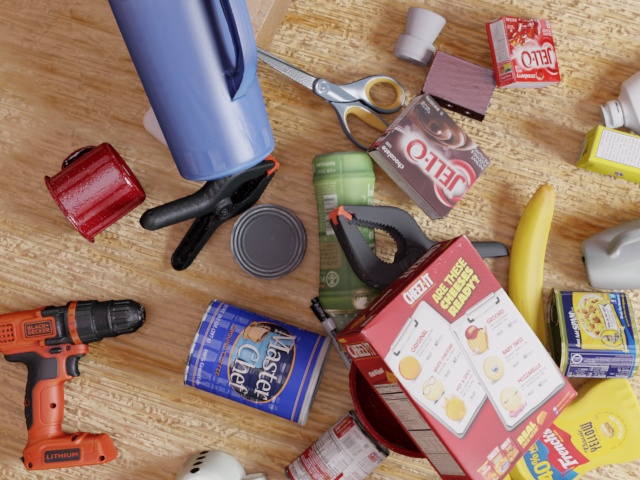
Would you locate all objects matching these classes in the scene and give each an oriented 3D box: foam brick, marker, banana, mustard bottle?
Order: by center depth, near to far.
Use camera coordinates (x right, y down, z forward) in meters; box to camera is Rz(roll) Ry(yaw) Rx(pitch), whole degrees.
[{"bbox_3d":[0.260,0.222,1.176,0.191,0.058,0.096,-23,96,5],"label":"mustard bottle"},{"bbox_3d":[0.236,0.039,1.178,0.037,0.070,0.198,4,83,-33],"label":"banana"},{"bbox_3d":[0.155,-0.172,1.191,0.078,0.053,0.051,22,91,5],"label":"foam brick"},{"bbox_3d":[0.024,0.117,1.217,0.020,0.020,0.121,-32,87,4],"label":"marker"}]

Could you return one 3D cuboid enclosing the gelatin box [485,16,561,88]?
[{"bbox_3d":[0.224,-0.206,1.171,0.030,0.089,0.073,-13,86,47],"label":"gelatin box"}]

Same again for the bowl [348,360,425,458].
[{"bbox_3d":[0.102,0.160,1.176,0.162,0.055,0.162,4,74,-14],"label":"bowl"}]

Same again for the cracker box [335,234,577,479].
[{"bbox_3d":[0.141,0.129,1.096,0.164,0.072,0.213,-41,98,-27],"label":"cracker box"}]

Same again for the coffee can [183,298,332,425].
[{"bbox_3d":[-0.068,0.134,1.183,0.140,0.103,0.103,18,91,5],"label":"coffee can"}]

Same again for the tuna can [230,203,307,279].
[{"bbox_3d":[-0.058,0.001,1.218,0.086,0.033,0.086,0,89,5],"label":"tuna can"}]

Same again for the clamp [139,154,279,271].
[{"bbox_3d":[-0.119,-0.035,1.205,0.171,0.120,0.039,-32,66,-14],"label":"clamp"}]

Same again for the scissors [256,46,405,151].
[{"bbox_3d":[0.017,-0.180,1.186,0.201,0.016,0.096,43,80,-20],"label":"scissors"}]

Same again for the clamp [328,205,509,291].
[{"bbox_3d":[0.104,0.019,1.159,0.210,0.036,0.164,40,66,-10],"label":"clamp"}]

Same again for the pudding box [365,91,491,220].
[{"bbox_3d":[0.120,-0.092,1.176,0.113,0.039,0.090,44,73,-11],"label":"pudding box"}]

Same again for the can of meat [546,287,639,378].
[{"bbox_3d":[0.295,0.101,1.157,0.084,0.057,0.102,1,48,2],"label":"can of meat"}]

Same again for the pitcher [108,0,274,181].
[{"bbox_3d":[-0.125,-0.189,1.098,0.145,0.149,0.243,-16,108,7],"label":"pitcher"}]

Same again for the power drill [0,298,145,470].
[{"bbox_3d":[-0.282,0.163,1.227,0.184,0.057,0.187,-8,86,9],"label":"power drill"}]

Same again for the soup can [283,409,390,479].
[{"bbox_3d":[0.019,0.247,1.192,0.102,0.068,0.068,-42,86,3],"label":"soup can"}]

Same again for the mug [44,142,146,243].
[{"bbox_3d":[-0.257,-0.065,1.217,0.081,0.093,0.117,-35,50,-1],"label":"mug"}]
